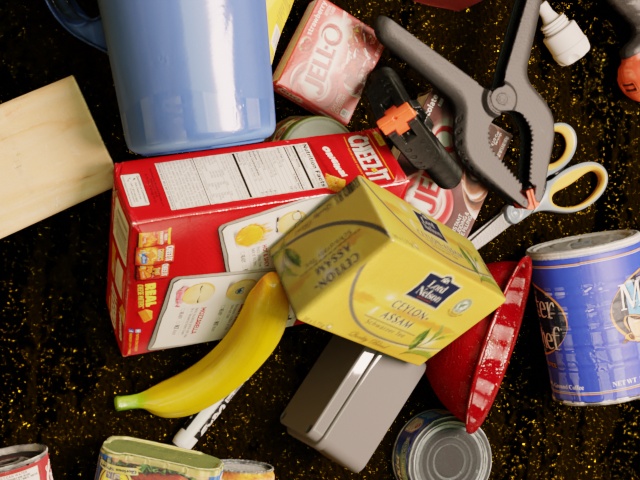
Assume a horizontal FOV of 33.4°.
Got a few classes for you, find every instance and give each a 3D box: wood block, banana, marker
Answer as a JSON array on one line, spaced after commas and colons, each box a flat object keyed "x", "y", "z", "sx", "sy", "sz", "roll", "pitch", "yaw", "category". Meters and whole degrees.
[{"x": -0.266, "y": -0.038, "z": 0.792, "sx": 0.205, "sy": 0.091, "sz": 0.090, "roll": -26, "pitch": 100, "yaw": -18, "category": "wood block"}, {"x": -0.078, "y": 0.092, "z": 0.842, "sx": 0.069, "sy": 0.198, "sz": 0.037, "roll": 13, "pitch": 44, "yaw": -49, "category": "banana"}, {"x": -0.097, "y": 0.147, "z": 0.891, "sx": 0.020, "sy": 0.020, "sz": 0.121, "roll": 43, "pitch": 77, "yaw": -15, "category": "marker"}]

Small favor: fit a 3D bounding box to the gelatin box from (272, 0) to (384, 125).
[{"x": 0.007, "y": -0.153, "z": 0.922, "sx": 0.073, "sy": 0.030, "sz": 0.089, "roll": 29, "pitch": 80, "yaw": -18, "category": "gelatin box"}]

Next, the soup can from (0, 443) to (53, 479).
[{"x": -0.234, "y": 0.215, "z": 0.816, "sx": 0.068, "sy": 0.069, "sz": 0.102, "roll": -11, "pitch": 94, "yaw": -20, "category": "soup can"}]

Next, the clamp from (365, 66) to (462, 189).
[{"x": 0.075, "y": -0.084, "z": 0.850, "sx": 0.039, "sy": 0.171, "sz": 0.120, "roll": -40, "pitch": 94, "yaw": 14, "category": "clamp"}]

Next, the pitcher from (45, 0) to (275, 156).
[{"x": -0.109, "y": -0.184, "z": 0.750, "sx": 0.144, "sy": 0.149, "sz": 0.243, "roll": -12, "pitch": 98, "yaw": -34, "category": "pitcher"}]

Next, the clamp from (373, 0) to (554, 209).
[{"x": 0.139, "y": -0.123, "z": 0.923, "sx": 0.164, "sy": 0.036, "sz": 0.210, "roll": -15, "pitch": 98, "yaw": -14, "category": "clamp"}]

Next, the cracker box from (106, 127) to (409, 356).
[{"x": -0.055, "y": 0.001, "z": 0.832, "sx": 0.213, "sy": 0.164, "sz": 0.072, "roll": -10, "pitch": 52, "yaw": -20, "category": "cracker box"}]

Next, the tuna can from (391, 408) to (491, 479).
[{"x": 0.110, "y": 0.196, "z": 0.958, "sx": 0.086, "sy": 0.034, "sz": 0.086, "roll": 0, "pitch": 90, "yaw": -20, "category": "tuna can"}]

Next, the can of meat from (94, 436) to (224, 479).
[{"x": -0.131, "y": 0.207, "z": 0.843, "sx": 0.102, "sy": 0.057, "sz": 0.084, "roll": 11, "pitch": 92, "yaw": 2, "category": "can of meat"}]

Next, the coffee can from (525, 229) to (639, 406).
[{"x": 0.250, "y": 0.069, "z": 0.973, "sx": 0.102, "sy": 0.103, "sz": 0.140, "roll": -13, "pitch": 95, "yaw": -20, "category": "coffee can"}]

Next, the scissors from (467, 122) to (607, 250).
[{"x": 0.179, "y": -0.046, "z": 0.993, "sx": 0.201, "sy": 0.016, "sz": 0.096, "roll": -19, "pitch": 95, "yaw": -19, "category": "scissors"}]

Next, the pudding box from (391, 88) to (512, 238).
[{"x": 0.107, "y": -0.065, "z": 0.954, "sx": 0.090, "sy": 0.039, "sz": 0.113, "roll": 27, "pitch": 80, "yaw": -17, "category": "pudding box"}]

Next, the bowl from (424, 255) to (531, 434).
[{"x": 0.132, "y": 0.083, "z": 0.926, "sx": 0.055, "sy": 0.162, "sz": 0.162, "roll": 18, "pitch": 82, "yaw": 19, "category": "bowl"}]
